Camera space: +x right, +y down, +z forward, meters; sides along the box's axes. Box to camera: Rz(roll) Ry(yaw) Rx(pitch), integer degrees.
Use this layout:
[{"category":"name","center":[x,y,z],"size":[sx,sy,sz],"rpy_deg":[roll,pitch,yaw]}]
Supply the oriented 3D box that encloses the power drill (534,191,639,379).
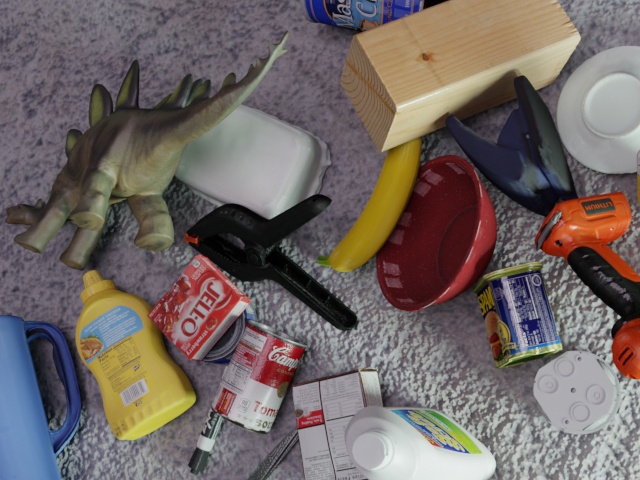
[{"category":"power drill","center":[0.301,0.037,0.980],"size":[0.188,0.184,0.057],"rpy_deg":[55,138,34]}]

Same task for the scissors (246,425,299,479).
[{"category":"scissors","center":[-0.072,0.284,1.122],"size":[0.202,0.016,0.096],"rpy_deg":[-35,72,10]}]

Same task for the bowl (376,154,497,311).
[{"category":"bowl","center":[0.124,-0.001,1.060],"size":[0.162,0.055,0.162],"rpy_deg":[-37,43,45]}]

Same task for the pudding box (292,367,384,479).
[{"category":"pudding box","center":[0.022,0.192,1.083],"size":[0.090,0.039,0.113],"rpy_deg":[-17,76,31]}]

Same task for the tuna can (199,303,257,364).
[{"category":"tuna can","center":[-0.114,0.091,1.163],"size":[0.086,0.033,0.086],"rpy_deg":[-4,79,19]}]

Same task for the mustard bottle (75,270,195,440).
[{"category":"mustard bottle","center":[-0.218,0.117,1.182],"size":[0.096,0.058,0.192],"rpy_deg":[-33,71,12]}]

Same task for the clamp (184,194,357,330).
[{"category":"clamp","center":[-0.057,0.001,1.120],"size":[0.210,0.164,0.036],"rpy_deg":[19,43,29]}]

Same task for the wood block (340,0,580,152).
[{"category":"wood block","center":[0.135,-0.177,1.048],"size":[0.205,0.090,0.091],"rpy_deg":[-22,71,-16]}]

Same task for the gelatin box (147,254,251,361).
[{"category":"gelatin box","center":[-0.129,0.072,1.136],"size":[0.073,0.030,0.089],"rpy_deg":[42,95,21]}]

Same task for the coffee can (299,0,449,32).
[{"category":"coffee can","center":[0.062,-0.269,1.131],"size":[0.140,0.102,0.103],"rpy_deg":[17,86,21]}]

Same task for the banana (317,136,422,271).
[{"category":"banana","center":[0.057,-0.038,1.090],"size":[0.070,0.037,0.198],"rpy_deg":[46,113,37]}]

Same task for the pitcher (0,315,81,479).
[{"category":"pitcher","center":[-0.353,0.210,1.185],"size":[0.149,0.144,0.243],"rpy_deg":[-27,75,25]}]

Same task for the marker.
[{"category":"marker","center":[-0.115,0.195,1.152],"size":[0.020,0.020,0.121],"rpy_deg":[20,87,22]}]

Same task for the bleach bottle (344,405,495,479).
[{"category":"bleach bottle","center":[0.085,0.193,0.956],"size":[0.103,0.250,0.068],"rpy_deg":[40,94,21]}]

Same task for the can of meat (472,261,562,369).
[{"category":"can of meat","center":[0.189,0.074,1.022],"size":[0.057,0.102,0.084],"rpy_deg":[-13,78,-4]}]

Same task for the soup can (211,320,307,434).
[{"category":"soup can","center":[-0.065,0.143,1.117],"size":[0.069,0.068,0.102],"rpy_deg":[23,89,22]}]
